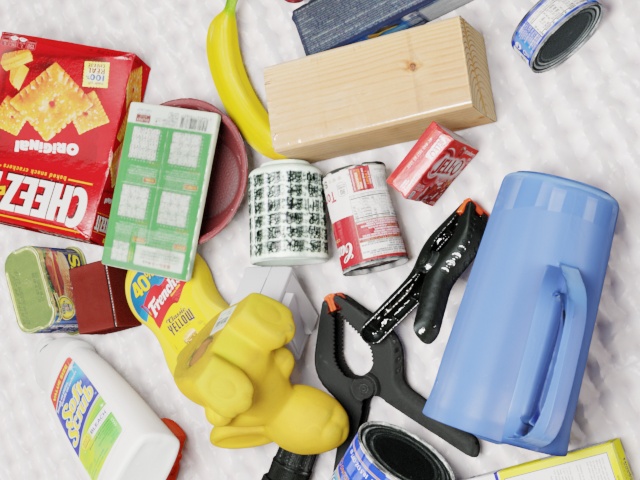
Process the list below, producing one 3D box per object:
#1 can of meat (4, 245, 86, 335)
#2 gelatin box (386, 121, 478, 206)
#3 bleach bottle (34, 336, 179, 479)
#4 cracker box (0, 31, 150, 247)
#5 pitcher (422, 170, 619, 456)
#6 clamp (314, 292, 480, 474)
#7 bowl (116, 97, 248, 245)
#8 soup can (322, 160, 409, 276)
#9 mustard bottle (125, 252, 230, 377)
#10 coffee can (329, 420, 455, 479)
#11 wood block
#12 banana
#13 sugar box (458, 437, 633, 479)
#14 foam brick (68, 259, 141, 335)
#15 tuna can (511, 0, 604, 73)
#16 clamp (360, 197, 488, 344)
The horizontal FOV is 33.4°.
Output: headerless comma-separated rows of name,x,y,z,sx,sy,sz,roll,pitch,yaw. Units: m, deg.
can of meat,-0.305,0.056,1.208,0.057,0.083,0.102,-23,78,21
gelatin box,0.109,-0.072,1.031,0.030,0.089,0.073,44,103,20
bleach bottle,-0.250,0.184,1.154,0.251,0.068,0.102,35,98,44
cracker box,-0.298,-0.115,1.194,0.164,0.072,0.213,12,84,10
pitcher,0.190,0.066,0.957,0.149,0.144,0.243,15,88,35
clamp,0.060,0.148,1.067,0.165,0.036,0.210,-18,83,21
bowl,-0.140,-0.070,1.158,0.162,0.055,0.162,-2,86,23
soup can,0.044,-0.021,1.067,0.069,0.068,0.102,-16,80,22
mustard bottle,-0.157,0.062,1.157,0.096,0.058,0.192,-41,72,15
coffee can,0.048,0.257,1.004,0.103,0.102,0.140,36,110,21
wood block,0.058,-0.145,1.058,0.206,0.090,0.091,-11,82,23
banana,-0.084,-0.163,1.139,0.070,0.037,0.198,-37,70,57
sugar box,0.205,0.252,0.993,0.176,0.048,0.093,-21,78,25
foam brick,-0.241,0.065,1.196,0.051,0.053,0.078,-15,80,22
tuna can,0.220,-0.198,0.992,0.086,0.086,0.034,-43,70,15
clamp,0.103,0.035,1.026,0.120,0.039,0.171,-14,36,54
